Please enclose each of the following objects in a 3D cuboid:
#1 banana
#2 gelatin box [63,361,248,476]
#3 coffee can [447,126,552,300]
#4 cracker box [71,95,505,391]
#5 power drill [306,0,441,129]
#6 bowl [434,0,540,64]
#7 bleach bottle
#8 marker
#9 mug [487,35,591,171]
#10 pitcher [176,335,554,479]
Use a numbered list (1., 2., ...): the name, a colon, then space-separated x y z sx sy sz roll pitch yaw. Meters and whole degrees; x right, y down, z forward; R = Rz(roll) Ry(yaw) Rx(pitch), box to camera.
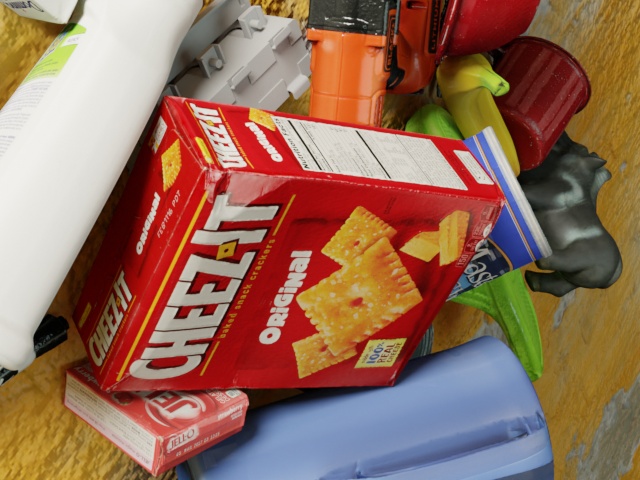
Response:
1. banana: 0.121 -0.099 0.820 0.037 0.070 0.197 -30 161 6
2. gelatin box: -0.100 0.098 0.650 0.073 0.089 0.030 -19 127 -47
3. coffee can: 0.083 -0.007 0.780 0.140 0.103 0.102 -26 139 11
4. cracker box: -0.016 0.012 0.633 0.213 0.072 0.164 4 128 -36
5. power drill: 0.038 -0.160 0.703 0.187 0.057 0.184 -34 133 -70
6. bowl: 0.123 -0.190 0.712 0.162 0.055 0.162 18 87 -88
7. bleach bottle: -0.126 -0.062 0.545 0.068 0.103 0.250 39 71 -33
8. marker: -0.188 0.078 0.590 0.120 0.020 0.020 -39 132 -38
9. mug: 0.164 -0.122 0.913 0.117 0.093 0.081 42 64 -13
10. pitcher: 0.031 0.155 0.730 0.242 0.145 0.149 -12 135 -16
